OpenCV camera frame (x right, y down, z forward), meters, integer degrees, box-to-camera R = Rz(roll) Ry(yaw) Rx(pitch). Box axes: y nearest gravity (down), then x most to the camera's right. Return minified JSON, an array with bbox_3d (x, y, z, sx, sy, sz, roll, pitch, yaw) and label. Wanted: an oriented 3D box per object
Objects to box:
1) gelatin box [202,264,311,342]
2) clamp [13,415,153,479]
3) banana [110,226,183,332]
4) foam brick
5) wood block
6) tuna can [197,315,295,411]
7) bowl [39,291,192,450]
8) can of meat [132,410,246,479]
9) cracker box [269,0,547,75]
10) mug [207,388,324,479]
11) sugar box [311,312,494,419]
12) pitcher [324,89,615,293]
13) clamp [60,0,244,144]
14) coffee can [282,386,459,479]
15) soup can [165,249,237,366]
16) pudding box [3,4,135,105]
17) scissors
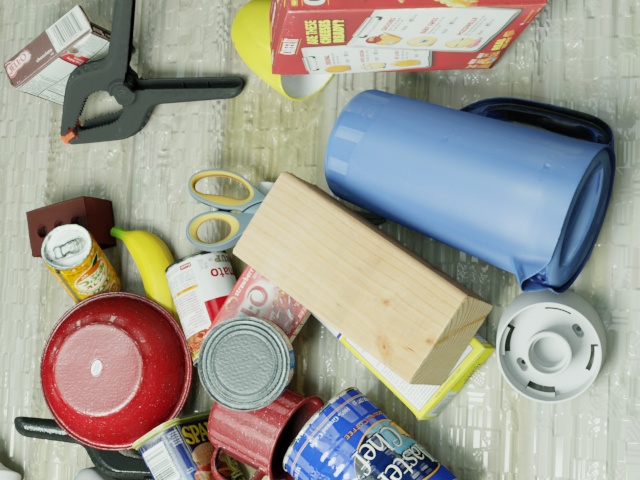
[{"bbox_3d":[-0.057,0.075,1.009,0.073,0.030,0.089,33,90,8],"label":"gelatin box"},{"bbox_3d":[-0.230,0.198,1.105,0.120,0.039,0.172,-42,67,-17],"label":"clamp"},{"bbox_3d":[-0.172,0.070,1.118,0.070,0.037,0.198,-24,73,41],"label":"banana"},{"bbox_3d":[-0.269,-0.013,1.156,0.078,0.051,0.053,-14,80,21],"label":"foam brick"},{"bbox_3d":[0.037,0.033,0.953,0.206,0.090,0.090,35,96,24],"label":"wood block"},{"bbox_3d":[-0.067,0.111,0.975,0.086,0.033,0.086,0,88,9],"label":"tuna can"},{"bbox_3d":[-0.212,0.129,1.060,0.162,0.055,0.162,-1,82,8],"label":"bowl"},{"bbox_3d":[-0.125,0.220,1.046,0.057,0.102,0.084,-35,75,17],"label":"can of meat"},{"bbox_3d":[0.067,-0.203,0.928,0.213,0.164,0.072,-2,81,-7],"label":"cracker box"},{"bbox_3d":[-0.060,0.187,1.022,0.082,0.093,0.117,21,64,28],"label":"mug"},{"bbox_3d":[0.068,0.076,1.009,0.176,0.048,0.093,45,102,24],"label":"sugar box"},{"bbox_3d":[0.135,-0.061,0.958,0.243,0.149,0.145,22,108,26],"label":"pitcher"},{"bbox_3d":[-0.207,-0.172,1.116,0.210,0.164,0.036,-26,30,26],"label":"clamp"},{"bbox_3d":[0.050,0.217,0.970,0.140,0.102,0.103,40,100,21],"label":"coffee can"},{"bbox_3d":[-0.110,0.068,1.072,0.069,0.068,0.102,-25,75,19],"label":"soup can"},{"bbox_3d":[-0.271,-0.198,1.155,0.114,0.090,0.039,-32,75,16],"label":"pudding box"},{"bbox_3d":[-0.046,-0.014,1.051,0.202,0.016,0.096,20,70,14],"label":"scissors"}]
